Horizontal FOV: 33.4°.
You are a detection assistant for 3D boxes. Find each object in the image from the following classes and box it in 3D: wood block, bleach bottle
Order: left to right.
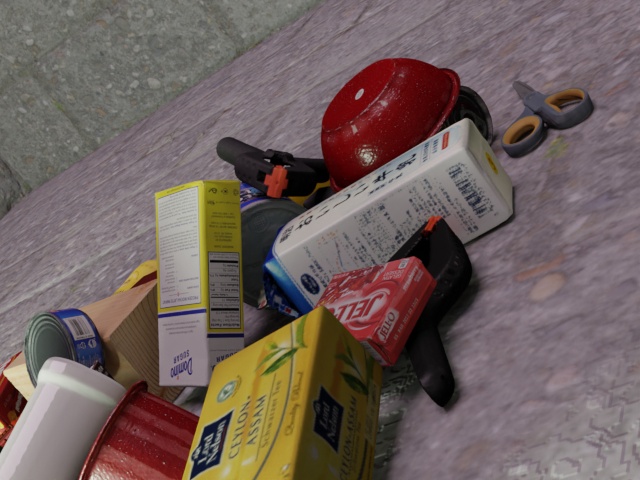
[{"bbox_3d":[-0.208,0.205,0.691,0.103,0.068,0.250,105,-171,-58],"label":"bleach bottle"},{"bbox_3d":[-0.211,0.117,1.057,0.207,0.090,0.090,-20,23,45],"label":"wood block"}]

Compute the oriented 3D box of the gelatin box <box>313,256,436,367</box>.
[{"bbox_3d":[0.028,0.051,0.724,0.089,0.030,0.073,-15,35,50],"label":"gelatin box"}]

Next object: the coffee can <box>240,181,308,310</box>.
[{"bbox_3d":[-0.057,0.001,1.033,0.103,0.102,0.140,-38,16,-4],"label":"coffee can"}]

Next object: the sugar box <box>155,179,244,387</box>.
[{"bbox_3d":[-0.106,0.039,0.933,0.048,0.176,0.094,-1,-5,-34],"label":"sugar box"}]

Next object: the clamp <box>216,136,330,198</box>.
[{"bbox_3d":[-0.052,-0.071,1.026,0.120,0.039,0.171,9,8,4],"label":"clamp"}]

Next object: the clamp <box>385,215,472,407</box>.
[{"bbox_3d":[0.061,0.055,0.755,0.165,0.036,0.209,-16,30,48],"label":"clamp"}]

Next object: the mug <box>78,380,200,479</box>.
[{"bbox_3d":[-0.106,0.161,0.704,0.093,0.081,0.117,-51,-16,-66],"label":"mug"}]

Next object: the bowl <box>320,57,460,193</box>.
[{"bbox_3d":[0.052,-0.120,1.006,0.162,0.055,0.162,-37,25,21],"label":"bowl"}]

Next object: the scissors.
[{"bbox_3d":[0.190,-0.120,1.012,0.096,0.016,0.202,-38,16,-4],"label":"scissors"}]

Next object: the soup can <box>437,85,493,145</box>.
[{"bbox_3d":[0.108,-0.102,1.042,0.102,0.068,0.068,-19,23,47],"label":"soup can"}]

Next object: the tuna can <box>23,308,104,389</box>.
[{"bbox_3d":[-0.232,0.104,0.965,0.033,0.086,0.086,-8,-8,-44],"label":"tuna can"}]
